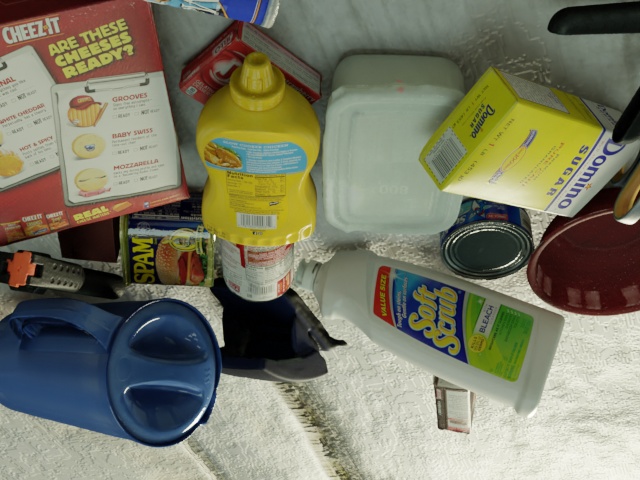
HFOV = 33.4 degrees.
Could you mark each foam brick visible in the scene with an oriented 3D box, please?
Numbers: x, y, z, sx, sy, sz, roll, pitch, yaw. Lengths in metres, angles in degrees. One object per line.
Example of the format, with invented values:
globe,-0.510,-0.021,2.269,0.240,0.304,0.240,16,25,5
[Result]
foam brick,-0.206,-0.024,0.959,0.053,0.051,0.078,6,140,-3

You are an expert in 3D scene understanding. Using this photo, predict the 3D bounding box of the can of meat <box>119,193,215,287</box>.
can of meat,-0.139,-0.001,0.982,0.084,0.057,0.102,3,141,-5

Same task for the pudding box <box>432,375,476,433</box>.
pudding box,0.141,0.123,1.073,0.039,0.113,0.090,6,143,15

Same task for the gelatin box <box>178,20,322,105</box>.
gelatin box,-0.055,-0.125,0.844,0.089,0.030,0.073,31,133,-31

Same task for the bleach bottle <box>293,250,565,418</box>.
bleach bottle,0.093,0.077,1.000,0.251,0.102,0.068,18,164,11

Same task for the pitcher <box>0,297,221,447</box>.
pitcher,-0.226,0.114,1.025,0.243,0.149,0.144,-2,-171,43

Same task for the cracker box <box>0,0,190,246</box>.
cracker box,-0.198,-0.104,0.817,0.164,0.072,0.214,-15,141,-9

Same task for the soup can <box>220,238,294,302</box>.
soup can,-0.056,0.001,0.970,0.068,0.068,0.102,3,141,-1

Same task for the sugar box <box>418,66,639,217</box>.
sugar box,0.167,-0.071,0.829,0.175,0.048,0.093,9,131,-41

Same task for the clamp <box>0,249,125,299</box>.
clamp,-0.262,0.026,0.929,0.164,0.036,0.210,9,175,-3

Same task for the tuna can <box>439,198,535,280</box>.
tuna can,0.152,-0.002,0.983,0.086,0.033,0.086,1,141,1

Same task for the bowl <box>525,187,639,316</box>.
bowl,0.264,0.002,0.963,0.162,0.055,0.162,0,142,0

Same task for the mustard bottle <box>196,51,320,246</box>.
mustard bottle,-0.049,-0.072,0.838,0.096,0.058,0.192,5,144,1
